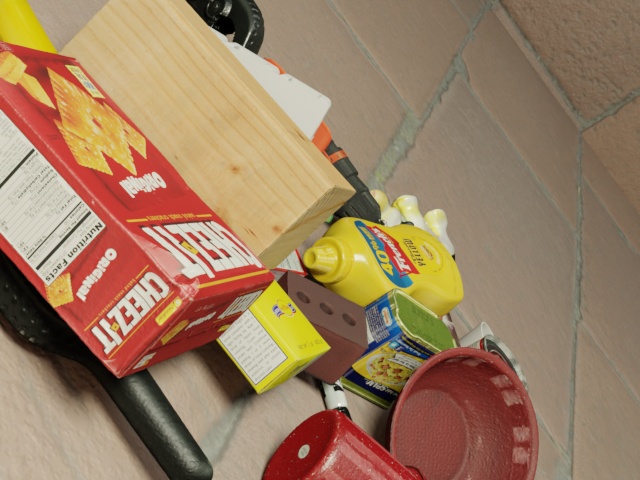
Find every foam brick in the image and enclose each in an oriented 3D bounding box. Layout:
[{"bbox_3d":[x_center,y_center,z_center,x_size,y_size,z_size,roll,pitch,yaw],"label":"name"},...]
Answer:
[{"bbox_3d":[-0.009,0.070,0.858,0.078,0.051,0.053,27,32,-21],"label":"foam brick"}]

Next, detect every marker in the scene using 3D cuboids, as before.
[{"bbox_3d":[0.007,0.115,0.894,0.020,0.020,0.121,30,34,-46],"label":"marker"}]

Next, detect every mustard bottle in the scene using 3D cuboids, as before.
[{"bbox_3d":[0.051,0.023,0.986,0.191,0.058,0.096,7,47,-50],"label":"mustard bottle"}]

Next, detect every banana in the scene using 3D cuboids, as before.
[{"bbox_3d":[-0.197,-0.122,0.788,0.198,0.037,0.069,58,25,5],"label":"banana"}]

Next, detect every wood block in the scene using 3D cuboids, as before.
[{"bbox_3d":[-0.080,-0.084,0.775,0.206,0.090,0.090,48,9,8],"label":"wood block"}]

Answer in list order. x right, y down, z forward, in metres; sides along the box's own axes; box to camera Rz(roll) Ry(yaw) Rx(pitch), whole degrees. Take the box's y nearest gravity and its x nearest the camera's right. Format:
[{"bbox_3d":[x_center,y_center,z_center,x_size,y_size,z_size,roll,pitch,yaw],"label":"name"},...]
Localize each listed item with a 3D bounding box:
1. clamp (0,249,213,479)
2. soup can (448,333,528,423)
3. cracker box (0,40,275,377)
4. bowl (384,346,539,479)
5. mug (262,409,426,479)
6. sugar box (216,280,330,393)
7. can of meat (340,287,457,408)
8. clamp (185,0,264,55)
[{"bbox_3d":[-0.138,0.057,0.656,0.209,0.036,0.164,40,19,-32],"label":"clamp"},{"bbox_3d":[0.133,0.141,0.999,0.068,0.102,0.068,43,26,-27],"label":"soup can"},{"bbox_3d":[-0.139,-0.027,0.658,0.214,0.072,0.164,46,12,8],"label":"cracker box"},{"bbox_3d":[0.111,0.173,0.918,0.161,0.055,0.162,5,81,-32],"label":"bowl"},{"bbox_3d":[0.007,0.181,0.737,0.081,0.093,0.117,43,62,-16],"label":"mug"},{"bbox_3d":[-0.071,0.026,0.777,0.176,0.048,0.093,53,10,9],"label":"sugar box"},{"bbox_3d":[0.062,0.095,0.944,0.102,0.084,0.057,33,31,-42],"label":"can of meat"},{"bbox_3d":[-0.087,-0.233,1.059,0.039,0.120,0.171,20,46,-52],"label":"clamp"}]
